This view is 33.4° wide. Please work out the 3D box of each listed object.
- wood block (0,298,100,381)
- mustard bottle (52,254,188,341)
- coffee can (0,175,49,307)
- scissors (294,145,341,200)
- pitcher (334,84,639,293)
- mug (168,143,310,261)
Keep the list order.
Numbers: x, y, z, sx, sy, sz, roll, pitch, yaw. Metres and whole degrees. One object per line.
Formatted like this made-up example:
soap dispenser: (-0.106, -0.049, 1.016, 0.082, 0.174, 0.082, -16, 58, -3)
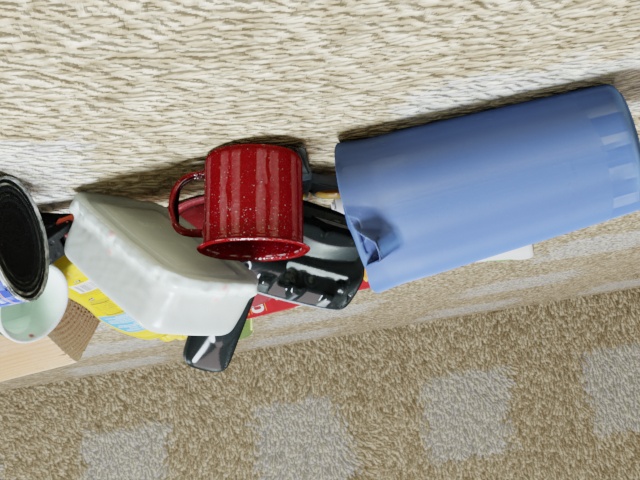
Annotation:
wood block: (-0.363, 0.101, 1.256, 0.207, 0.090, 0.090, -16, 126, 36)
mustard bottle: (-0.199, 0.055, 1.109, 0.096, 0.058, 0.191, -21, 139, 24)
coffee can: (-0.303, 0.012, 0.851, 0.140, 0.103, 0.102, -12, 170, 10)
scissors: (0.000, -0.060, 0.991, 0.096, 0.016, 0.202, -4, 170, -16)
pitcher: (0.141, -0.053, 0.903, 0.243, 0.149, 0.145, -15, 155, 10)
mug: (-0.067, -0.031, 0.883, 0.117, 0.081, 0.093, -1, 168, 2)
